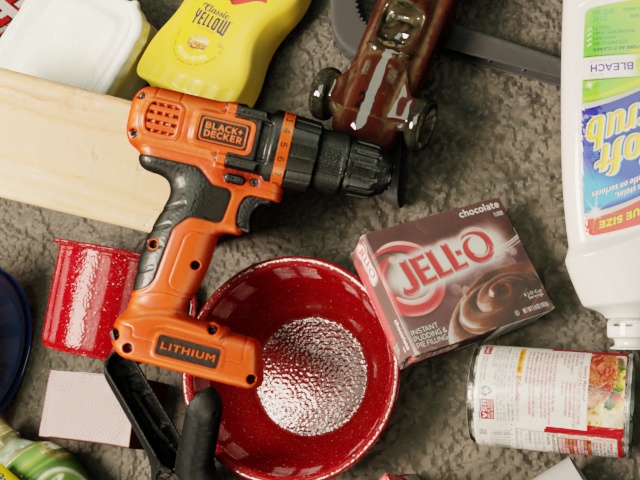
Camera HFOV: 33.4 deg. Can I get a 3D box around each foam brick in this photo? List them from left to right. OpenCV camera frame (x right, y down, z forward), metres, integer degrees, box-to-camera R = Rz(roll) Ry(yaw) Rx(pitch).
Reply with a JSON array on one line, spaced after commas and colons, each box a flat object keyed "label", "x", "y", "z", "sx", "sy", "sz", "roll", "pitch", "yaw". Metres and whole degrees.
[{"label": "foam brick", "x": -0.164, "y": 0.128, "z": 0.809, "sx": 0.078, "sy": 0.051, "sz": 0.053, "roll": 4, "pitch": 78, "yaw": 19}]

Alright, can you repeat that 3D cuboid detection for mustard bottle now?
[{"label": "mustard bottle", "x": -0.059, "y": -0.190, "z": 0.840, "sx": 0.096, "sy": 0.058, "sz": 0.191, "roll": 28, "pitch": 86, "yaw": 25}]

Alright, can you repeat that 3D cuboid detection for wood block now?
[{"label": "wood block", "x": -0.170, "y": -0.061, "z": 0.783, "sx": 0.206, "sy": 0.091, "sz": 0.090, "roll": 14, "pitch": 89, "yaw": -8}]

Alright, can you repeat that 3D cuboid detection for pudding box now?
[{"label": "pudding box", "x": 0.089, "y": 0.028, "z": 0.727, "sx": 0.113, "sy": 0.039, "sz": 0.090, "roll": -15, "pitch": 71, "yaw": -24}]

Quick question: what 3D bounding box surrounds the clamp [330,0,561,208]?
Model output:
[{"label": "clamp", "x": 0.063, "y": -0.139, "z": 0.801, "sx": 0.164, "sy": 0.036, "sz": 0.210, "roll": -41, "pitch": 73, "yaw": 5}]

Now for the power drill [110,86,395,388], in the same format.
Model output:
[{"label": "power drill", "x": -0.055, "y": 0.001, "z": 0.723, "sx": 0.184, "sy": 0.057, "sz": 0.187, "roll": 13, "pitch": 86, "yaw": -1}]

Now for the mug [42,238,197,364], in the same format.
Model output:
[{"label": "mug", "x": -0.152, "y": 0.049, "z": 0.811, "sx": 0.117, "sy": 0.093, "sz": 0.081, "roll": 12, "pitch": 86, "yaw": -16}]

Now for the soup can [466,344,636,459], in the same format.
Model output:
[{"label": "soup can", "x": 0.152, "y": 0.104, "z": 0.700, "sx": 0.102, "sy": 0.068, "sz": 0.068, "roll": 2, "pitch": 79, "yaw": 19}]

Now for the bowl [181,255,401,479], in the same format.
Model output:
[{"label": "bowl", "x": -0.015, "y": 0.095, "z": 0.765, "sx": 0.162, "sy": 0.055, "sz": 0.162, "roll": -4, "pitch": 77, "yaw": 17}]

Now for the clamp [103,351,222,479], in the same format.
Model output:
[{"label": "clamp", "x": -0.102, "y": 0.155, "z": 0.748, "sx": 0.120, "sy": 0.039, "sz": 0.171, "roll": 27, "pitch": 130, "yaw": 46}]
